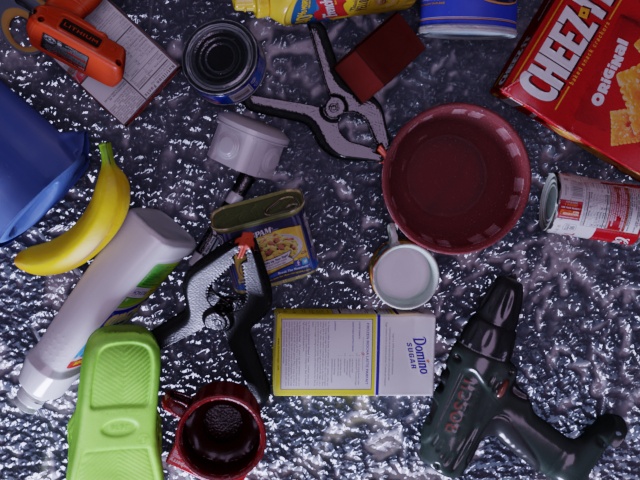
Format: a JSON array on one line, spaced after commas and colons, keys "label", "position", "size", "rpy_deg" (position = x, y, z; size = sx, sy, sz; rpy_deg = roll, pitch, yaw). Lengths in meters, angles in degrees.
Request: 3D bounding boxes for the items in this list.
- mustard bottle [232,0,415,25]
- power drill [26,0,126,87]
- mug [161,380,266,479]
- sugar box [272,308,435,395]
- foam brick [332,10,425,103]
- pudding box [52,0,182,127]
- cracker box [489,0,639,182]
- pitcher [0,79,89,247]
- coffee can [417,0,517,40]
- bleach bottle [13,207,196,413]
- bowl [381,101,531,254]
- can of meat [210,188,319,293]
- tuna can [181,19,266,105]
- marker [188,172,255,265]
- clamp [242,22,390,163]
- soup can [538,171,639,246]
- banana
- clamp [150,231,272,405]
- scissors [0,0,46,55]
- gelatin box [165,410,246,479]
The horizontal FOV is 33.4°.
[{"label": "mustard bottle", "position": [0.004, -0.259, 1.091], "size": [0.191, 0.096, 0.058], "rpy_deg": [-11, 76, -10]}, {"label": "power drill", "position": [-0.197, -0.252, 1.084], "size": [0.184, 0.057, 0.187], "rpy_deg": [26, 66, -8]}, {"label": "mug", "position": [-0.114, 0.191, 1.122], "size": [0.117, 0.081, 0.093], "rpy_deg": [26, 96, -6]}, {"label": "sugar box", "position": [0.036, 0.122, 1.174], "size": [0.176, 0.048, 0.093], "rpy_deg": [1, 96, -7]}, {"label": "foam brick", "position": [0.061, -0.192, 1.120], "size": [0.051, 0.053, 0.078], "rpy_deg": [48, 60, -6]}, {"label": "pudding box", "position": [-0.217, -0.190, 1.130], "size": [0.113, 0.039, 0.090], "rpy_deg": [43, 91, -8]}, {"label": "cracker box", "position": [0.317, -0.175, 1.140], "size": [0.213, 0.072, 0.164], "rpy_deg": [30, 94, -5]}, {"label": "pitcher", "position": [-0.372, -0.110, 1.089], "size": [0.243, 0.145, 0.149], "rpy_deg": [44, 51, -3]}, {"label": "coffee can", "position": [0.155, -0.282, 1.105], "size": [0.102, 0.103, 0.140], "rpy_deg": [2, 96, -3]}, {"label": "bleach bottle", "position": [-0.241, 0.081, 1.138], "size": [0.068, 0.102, 0.251], "rpy_deg": [40, 100, 11]}, {"label": "bowl", "position": [0.142, -0.068, 1.150], "size": [0.162, 0.055, 0.162], "rpy_deg": [-1, 97, -5]}, {"label": "can of meat", "position": [-0.057, 0.001, 1.139], "size": [0.102, 0.057, 0.084], "rpy_deg": [-15, 117, 0]}, {"label": "tuna can", "position": [-0.102, -0.188, 1.123], "size": [0.086, 0.033, 0.086], "rpy_deg": [-2, 80, 11]}, {"label": "marker", "position": [-0.106, -0.023, 1.163], "size": [0.020, 0.020, 0.121], "rpy_deg": [30, 94, -6]}, {"label": "clamp", "position": [0.015, -0.152, 1.146], "size": [0.171, 0.039, 0.120], "rpy_deg": [33, 97, -5]}, {"label": "soup can", "position": [0.296, -0.035, 1.157], "size": [0.102, 0.068, 0.068], "rpy_deg": [8, 96, -3]}, {"label": "banana", "position": [-0.245, -0.013, 1.083], "size": [0.198, 0.037, 0.070], "rpy_deg": [-44, 65, 30]}, {"label": "clamp", "position": [-0.099, 0.084, 1.134], "size": [0.164, 0.036, 0.210], "rpy_deg": [24, 121, -9]}, {"label": "scissors", "position": [-0.353, -0.267, 1.126], "size": [0.201, 0.016, 0.096], "rpy_deg": [24, 95, -5]}, {"label": "gelatin box", "position": [-0.116, 0.231, 1.185], "size": [0.089, 0.030, 0.073], "rpy_deg": [28, 95, -5]}]
